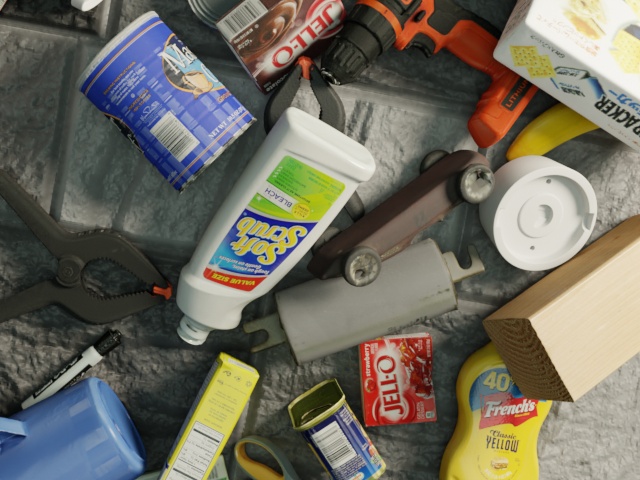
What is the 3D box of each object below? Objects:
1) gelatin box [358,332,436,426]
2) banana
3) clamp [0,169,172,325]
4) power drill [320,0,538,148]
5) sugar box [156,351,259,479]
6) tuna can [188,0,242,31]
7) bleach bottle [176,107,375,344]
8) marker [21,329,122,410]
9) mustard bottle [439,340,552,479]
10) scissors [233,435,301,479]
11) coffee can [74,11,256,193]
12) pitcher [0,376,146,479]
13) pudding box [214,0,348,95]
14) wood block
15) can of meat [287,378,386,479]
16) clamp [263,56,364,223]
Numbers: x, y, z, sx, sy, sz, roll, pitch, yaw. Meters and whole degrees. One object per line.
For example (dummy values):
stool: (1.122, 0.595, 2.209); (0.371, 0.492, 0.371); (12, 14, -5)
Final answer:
gelatin box: (0.077, 0.140, 1.075); (0.073, 0.030, 0.089); (-4, 94, -3)
banana: (0.282, -0.117, 1.063); (0.197, 0.037, 0.069); (-5, 93, -3)
clamp: (-0.252, 0.038, 1.044); (0.210, 0.036, 0.164); (19, 93, -5)
power drill: (0.113, -0.176, 1.022); (0.187, 0.057, 0.184); (40, 76, -8)
sugar box: (-0.117, 0.197, 1.027); (0.048, 0.093, 0.176); (25, 86, -4)
tuna can: (-0.087, -0.244, 1.033); (0.086, 0.034, 0.086); (0, 94, -3)
bleach bottle: (-0.057, 0.001, 1.020); (0.102, 0.068, 0.251); (29, 111, -15)
marker: (-0.245, 0.131, 1.061); (0.121, 0.020, 0.020); (-40, 96, 0)
mustard bottle: (0.182, 0.164, 1.069); (0.096, 0.058, 0.191); (9, 94, -5)
scissors: (-0.016, 0.264, 1.031); (0.202, 0.016, 0.096); (33, 114, 33)
coffee can: (-0.145, -0.129, 1.004); (0.103, 0.103, 0.140); (-44, 96, 1)
pitcher: (-0.297, 0.226, 1.007); (0.242, 0.149, 0.145); (-30, 87, -4)
pudding box: (-0.033, -0.204, 1.012); (0.113, 0.090, 0.039); (-36, 55, 2)
wood block: (0.271, 0.060, 1.020); (0.205, 0.090, 0.091); (-33, 96, -20)
can of meat: (0.016, 0.191, 1.040); (0.057, 0.102, 0.084); (-32, 98, -3)
clamp: (-0.006, -0.089, 1.038); (0.120, 0.039, 0.171); (6, 110, -12)
